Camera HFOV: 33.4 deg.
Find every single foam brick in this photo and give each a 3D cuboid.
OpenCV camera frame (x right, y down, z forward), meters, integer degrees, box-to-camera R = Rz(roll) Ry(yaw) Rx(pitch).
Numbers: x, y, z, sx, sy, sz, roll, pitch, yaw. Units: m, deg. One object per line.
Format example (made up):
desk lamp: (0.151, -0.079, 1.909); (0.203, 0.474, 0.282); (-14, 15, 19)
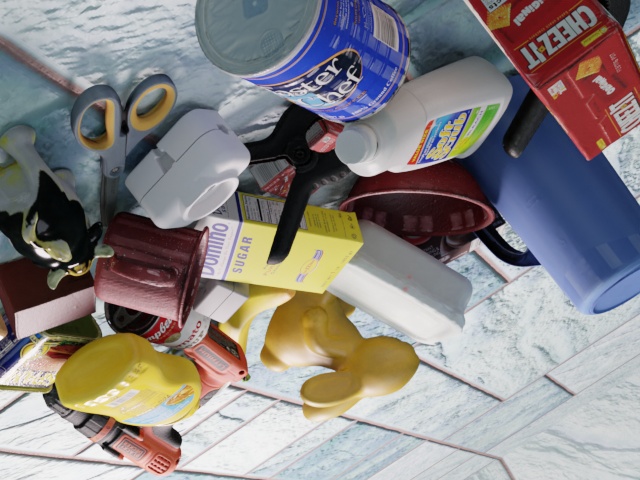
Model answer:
foam brick: (-0.246, 0.045, 0.957); (0.078, 0.053, 0.051); (-18, 153, -24)

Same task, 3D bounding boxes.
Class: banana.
banana: (-0.079, 0.086, 1.206); (0.037, 0.069, 0.198); (-48, 170, -39)

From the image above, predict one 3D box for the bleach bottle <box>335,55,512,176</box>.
bleach bottle: (0.083, -0.100, 0.941); (0.250, 0.068, 0.103); (-27, 156, -55)

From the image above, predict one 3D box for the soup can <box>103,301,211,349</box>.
soup can: (-0.163, 0.072, 1.083); (0.068, 0.068, 0.102); (-36, 156, 12)

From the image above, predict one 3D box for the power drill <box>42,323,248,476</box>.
power drill: (-0.188, 0.161, 1.186); (0.188, 0.057, 0.184); (-44, 120, 12)

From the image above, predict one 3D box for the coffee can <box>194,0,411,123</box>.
coffee can: (-0.010, -0.152, 0.782); (0.103, 0.103, 0.140); (-40, 154, 20)

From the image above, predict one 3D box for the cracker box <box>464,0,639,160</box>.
cracker box: (0.145, -0.178, 0.769); (0.072, 0.214, 0.164); (-37, 155, 14)

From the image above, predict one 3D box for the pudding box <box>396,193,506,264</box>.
pudding box: (0.139, -0.023, 1.211); (0.113, 0.090, 0.039); (-26, 157, -12)

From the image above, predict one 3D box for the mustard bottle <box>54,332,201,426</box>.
mustard bottle: (-0.176, 0.149, 1.081); (0.096, 0.058, 0.191); (-32, 152, 11)

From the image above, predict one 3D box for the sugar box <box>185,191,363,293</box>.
sugar box: (-0.057, 0.002, 1.035); (0.175, 0.048, 0.093); (7, 139, -29)

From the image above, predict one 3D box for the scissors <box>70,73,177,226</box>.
scissors: (-0.155, -0.074, 0.876); (0.096, 0.016, 0.202); (-29, 160, -11)

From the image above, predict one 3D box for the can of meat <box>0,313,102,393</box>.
can of meat: (-0.273, 0.098, 1.026); (0.084, 0.057, 0.102); (-41, 154, 16)

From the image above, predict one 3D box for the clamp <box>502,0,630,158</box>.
clamp: (0.234, -0.177, 0.992); (0.164, 0.036, 0.210); (-24, 129, -7)

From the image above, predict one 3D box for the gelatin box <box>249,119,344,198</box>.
gelatin box: (-0.011, -0.077, 1.012); (0.089, 0.030, 0.073); (-39, 154, 19)

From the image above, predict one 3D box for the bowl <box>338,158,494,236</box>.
bowl: (0.100, -0.051, 1.107); (0.162, 0.055, 0.162); (4, 166, 1)

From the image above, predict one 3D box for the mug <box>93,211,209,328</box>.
mug: (-0.150, 0.024, 0.929); (0.117, 0.081, 0.093); (-72, 177, -83)

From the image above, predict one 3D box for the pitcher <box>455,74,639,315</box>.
pitcher: (0.241, -0.040, 1.104); (0.145, 0.243, 0.149); (-28, 155, -7)

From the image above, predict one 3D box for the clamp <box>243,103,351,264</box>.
clamp: (-0.017, -0.062, 0.942); (0.171, 0.120, 0.039); (-32, -175, -2)
